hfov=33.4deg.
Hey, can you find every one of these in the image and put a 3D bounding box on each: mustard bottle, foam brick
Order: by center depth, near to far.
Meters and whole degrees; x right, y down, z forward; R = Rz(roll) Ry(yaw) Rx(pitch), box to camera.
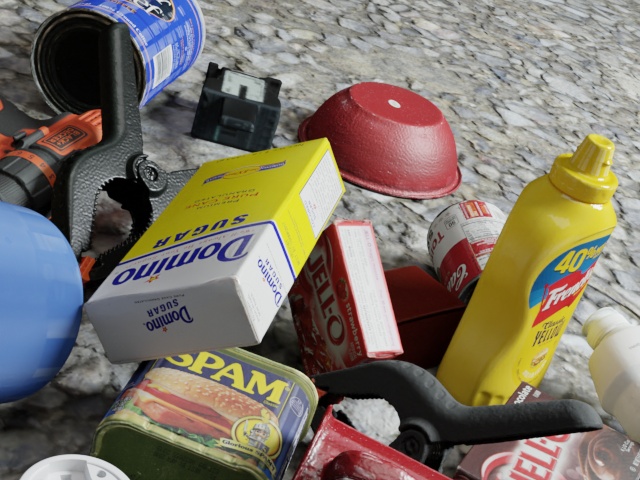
[{"bbox_3d":[0.141,0.019,0.686,0.096,0.192,0.058,-14,42,-43],"label":"mustard bottle"},{"bbox_3d":[0.047,0.055,0.715,0.078,0.051,0.053,-9,38,-40],"label":"foam brick"}]

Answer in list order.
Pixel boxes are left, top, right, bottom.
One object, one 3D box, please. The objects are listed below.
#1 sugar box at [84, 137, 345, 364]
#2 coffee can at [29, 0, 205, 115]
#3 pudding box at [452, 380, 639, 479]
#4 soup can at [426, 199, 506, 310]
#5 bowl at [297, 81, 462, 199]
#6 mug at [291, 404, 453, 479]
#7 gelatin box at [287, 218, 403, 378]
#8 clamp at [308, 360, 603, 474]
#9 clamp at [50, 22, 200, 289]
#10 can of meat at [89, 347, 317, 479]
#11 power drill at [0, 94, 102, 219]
[{"bbox_3d":[-0.054,0.000,0.614,0.093,0.048,0.176,-10,23,22],"label":"sugar box"},{"bbox_3d":[-0.170,-0.167,0.918,0.103,0.103,0.140,21,30,5],"label":"coffee can"},{"bbox_3d":[0.135,0.141,0.631,0.090,0.039,0.113,28,31,18],"label":"pudding box"},{"bbox_3d":[0.122,0.022,0.797,0.068,0.069,0.102,10,30,-14],"label":"soup can"},{"bbox_3d":[0.063,-0.103,0.990,0.162,0.055,0.162,13,29,-8],"label":"bowl"},{"bbox_3d":[0.022,0.133,0.510,0.081,0.117,0.093,26,54,4],"label":"mug"},{"bbox_3d":[0.011,0.040,0.662,0.030,0.073,0.089,-2,68,-32],"label":"gelatin box"},{"bbox_3d":[0.065,0.108,0.584,0.172,0.120,0.039,34,-3,29],"label":"clamp"},{"bbox_3d":[-0.119,-0.038,0.748,0.164,0.036,0.210,38,47,-24],"label":"clamp"},{"bbox_3d":[-0.062,0.102,0.571,0.102,0.057,0.083,20,32,5],"label":"can of meat"},{"bbox_3d":[-0.255,-0.069,0.756,0.188,0.057,0.184,27,33,11],"label":"power drill"}]
